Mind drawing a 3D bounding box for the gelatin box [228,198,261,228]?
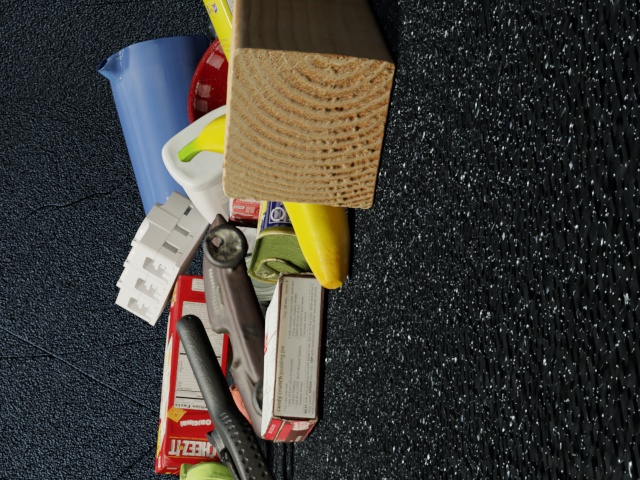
[{"bbox_3d":[-0.041,-0.030,0.924,0.089,0.073,0.030,124,152,-76],"label":"gelatin box"}]

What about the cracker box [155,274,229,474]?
[{"bbox_3d":[-0.146,0.161,1.240,0.164,0.072,0.213,128,146,-72],"label":"cracker box"}]

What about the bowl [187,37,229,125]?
[{"bbox_3d":[-0.079,-0.171,1.242,0.162,0.055,0.162,-13,69,36],"label":"bowl"}]

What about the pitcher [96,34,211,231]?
[{"bbox_3d":[-0.173,-0.129,1.337,0.145,0.149,0.243,-38,-64,-84],"label":"pitcher"}]

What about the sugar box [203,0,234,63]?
[{"bbox_3d":[-0.071,-0.192,1.066,0.093,0.048,0.176,-149,39,-73],"label":"sugar box"}]

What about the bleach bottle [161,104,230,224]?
[{"bbox_3d":[-0.093,-0.045,1.165,0.068,0.102,0.251,50,169,24],"label":"bleach bottle"}]

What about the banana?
[{"bbox_3d":[-0.029,-0.043,0.737,0.198,0.037,0.070,41,114,42],"label":"banana"}]

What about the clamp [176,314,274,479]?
[{"bbox_3d":[-0.082,0.172,0.973,0.210,0.036,0.164,-134,27,-57],"label":"clamp"}]

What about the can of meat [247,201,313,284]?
[{"bbox_3d":[-0.019,-0.022,0.804,0.102,0.057,0.084,112,165,-66],"label":"can of meat"}]

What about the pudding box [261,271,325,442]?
[{"bbox_3d":[-0.021,0.090,0.810,0.090,0.039,0.113,113,159,-69],"label":"pudding box"}]

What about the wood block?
[{"bbox_3d":[-0.014,-0.106,0.682,0.206,0.090,0.091,-98,14,-63],"label":"wood block"}]
